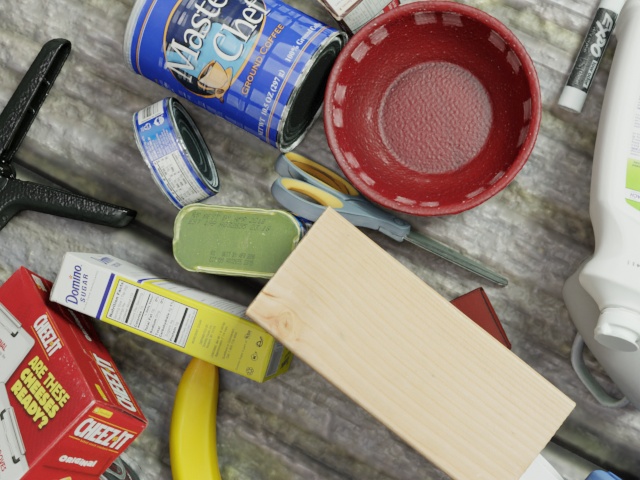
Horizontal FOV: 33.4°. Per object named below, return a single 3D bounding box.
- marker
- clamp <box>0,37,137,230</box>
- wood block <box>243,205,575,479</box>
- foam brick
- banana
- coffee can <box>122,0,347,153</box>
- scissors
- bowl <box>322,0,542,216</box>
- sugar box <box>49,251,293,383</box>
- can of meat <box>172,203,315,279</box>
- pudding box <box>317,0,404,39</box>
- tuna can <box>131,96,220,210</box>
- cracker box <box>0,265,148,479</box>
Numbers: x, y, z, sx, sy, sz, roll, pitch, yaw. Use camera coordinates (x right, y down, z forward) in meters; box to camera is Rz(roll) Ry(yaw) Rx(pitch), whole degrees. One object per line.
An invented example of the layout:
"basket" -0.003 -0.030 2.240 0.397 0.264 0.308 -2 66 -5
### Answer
"marker" 0.211 -0.156 0.808 0.020 0.020 0.121 22 93 10
"clamp" -0.268 -0.066 0.886 0.210 0.036 0.164 -16 86 10
"wood block" 0.056 0.078 0.727 0.206 0.090 0.091 38 86 -1
"foam brick" 0.098 0.074 0.806 0.078 0.053 0.051 -26 84 9
"banana" -0.084 0.189 0.846 0.069 0.037 0.198 -21 84 5
"coffee can" -0.065 -0.144 0.817 0.140 0.102 0.103 29 94 10
"scissors" 0.044 -0.008 0.804 0.202 0.096 0.016 33 115 12
"bowl" 0.085 -0.097 0.811 0.162 0.055 0.162 0 88 11
"sugar box" -0.109 0.058 0.825 0.176 0.093 0.048 17 91 11
"can of meat" -0.055 0.001 0.821 0.102 0.084 0.057 4 89 10
"pudding box" 0.051 -0.206 0.803 0.113 0.090 0.039 -42 83 7
"tuna can" -0.112 -0.068 0.833 0.034 0.086 0.086 -25 84 7
"cracker box" -0.253 0.154 0.830 0.214 0.072 0.164 -46 50 6
